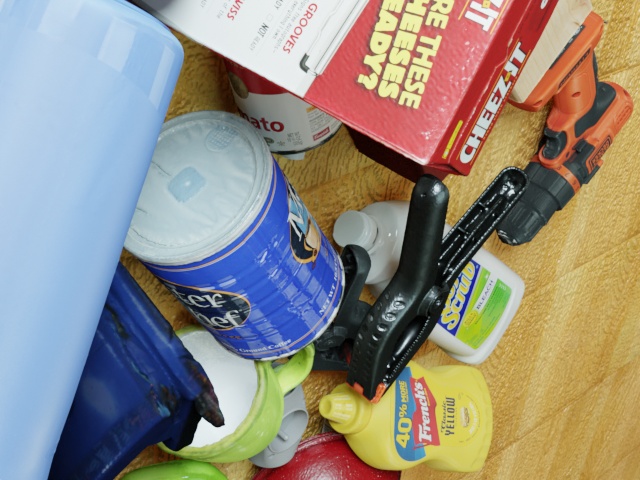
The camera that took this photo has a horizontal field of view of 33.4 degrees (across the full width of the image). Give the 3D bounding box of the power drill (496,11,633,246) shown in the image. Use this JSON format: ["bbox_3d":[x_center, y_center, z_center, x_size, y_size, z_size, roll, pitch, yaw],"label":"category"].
[{"bbox_3d":[0.201,-0.102,0.932,0.184,0.057,0.187,-52,148,-11],"label":"power drill"}]

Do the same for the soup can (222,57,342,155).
[{"bbox_3d":[-0.024,-0.110,0.642,0.068,0.069,0.102,-40,143,-22],"label":"soup can"}]

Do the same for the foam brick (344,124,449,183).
[{"bbox_3d":[0.063,-0.081,0.762,0.053,0.078,0.051,-47,143,-12],"label":"foam brick"}]

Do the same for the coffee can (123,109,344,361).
[{"bbox_3d":[-0.054,0.001,0.666,0.102,0.103,0.140,-48,145,-11],"label":"coffee can"}]

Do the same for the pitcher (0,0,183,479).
[{"bbox_3d":[-0.157,-0.002,0.512,0.144,0.149,0.243,23,88,-52],"label":"pitcher"}]

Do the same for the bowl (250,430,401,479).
[{"bbox_3d":[0.009,0.244,0.936,0.162,0.055,0.162,-13,128,-18],"label":"bowl"}]

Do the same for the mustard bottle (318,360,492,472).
[{"bbox_3d":[0.071,0.149,0.920,0.191,0.058,0.096,14,75,-43],"label":"mustard bottle"}]

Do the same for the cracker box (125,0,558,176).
[{"bbox_3d":[0.011,-0.150,0.521,0.164,0.214,0.072,-64,156,10],"label":"cracker box"}]

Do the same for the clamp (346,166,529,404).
[{"bbox_3d":[0.082,0.031,0.808,0.164,0.036,0.210,-17,137,-52],"label":"clamp"}]

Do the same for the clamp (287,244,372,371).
[{"bbox_3d":[0.008,0.058,0.818,0.120,0.039,0.171,-25,153,17],"label":"clamp"}]

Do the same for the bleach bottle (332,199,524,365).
[{"bbox_3d":[0.084,0.032,0.896,0.250,0.068,0.102,27,96,-53],"label":"bleach bottle"}]
